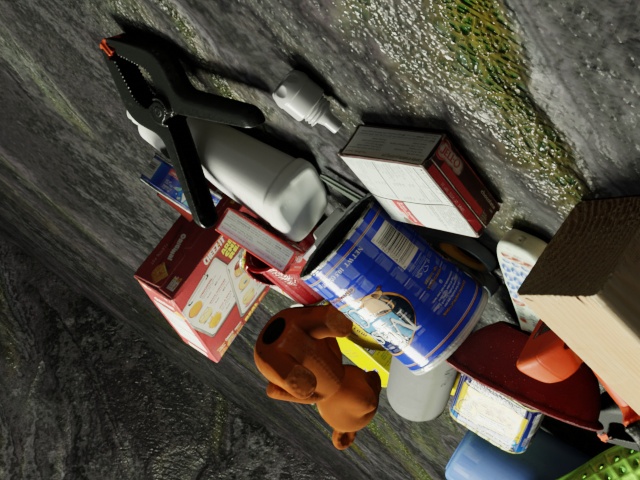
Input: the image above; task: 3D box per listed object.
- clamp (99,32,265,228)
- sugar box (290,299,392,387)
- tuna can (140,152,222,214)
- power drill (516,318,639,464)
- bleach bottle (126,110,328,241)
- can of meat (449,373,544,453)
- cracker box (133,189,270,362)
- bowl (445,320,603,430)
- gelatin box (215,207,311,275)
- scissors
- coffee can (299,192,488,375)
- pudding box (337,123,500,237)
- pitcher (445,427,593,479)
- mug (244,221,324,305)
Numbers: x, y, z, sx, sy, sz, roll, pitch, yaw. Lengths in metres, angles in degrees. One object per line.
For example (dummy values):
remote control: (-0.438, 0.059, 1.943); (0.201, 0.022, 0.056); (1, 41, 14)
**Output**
clamp: (-0.139, -0.134, 1.041); (0.210, 0.036, 0.165); (53, 138, 11)
sugar box: (0.045, 0.127, 1.426); (0.176, 0.048, 0.093); (39, 164, -8)
tuna can: (-0.150, -0.056, 1.144); (0.086, 0.034, 0.086); (34, 179, 1)
power drill: (0.238, 0.138, 0.834); (0.187, 0.184, 0.057); (49, 129, -6)
bleach bottle: (-0.111, -0.092, 1.118); (0.251, 0.068, 0.102); (31, 167, 27)
can of meat: (0.194, 0.171, 1.150); (0.102, 0.057, 0.084); (31, 135, 21)
cracker box: (-0.133, 0.038, 1.343); (0.072, 0.164, 0.213); (28, 162, 22)
bowl: (0.199, 0.118, 0.997); (0.162, 0.055, 0.162); (23, -176, -2)
gelatin box: (-0.057, 0.001, 1.101); (0.089, 0.030, 0.073); (32, -176, 10)
scissors: (0.087, -0.015, 0.996); (0.202, 0.016, 0.096); (37, 162, 2)
coffee can: (0.067, 0.040, 0.971); (0.140, 0.102, 0.103); (40, 164, -7)
pudding box: (0.080, -0.050, 0.873); (0.114, 0.039, 0.090); (13, 150, 52)
pitcher: (0.274, 0.296, 1.248); (0.243, 0.144, 0.149); (32, 144, 14)
mug: (-0.033, 0.023, 1.201); (0.117, 0.093, 0.081); (-25, 129, 32)
